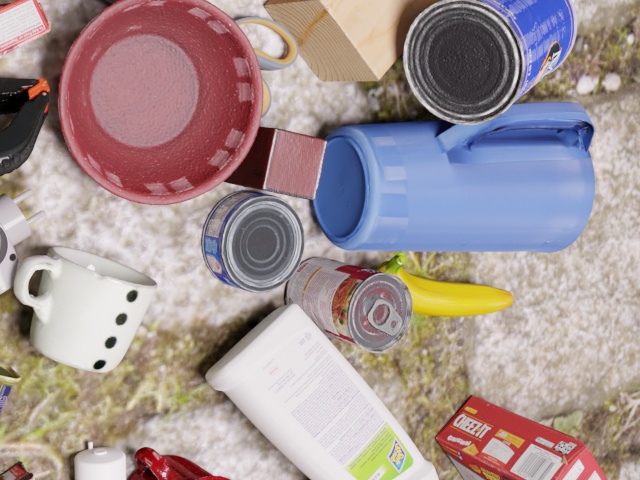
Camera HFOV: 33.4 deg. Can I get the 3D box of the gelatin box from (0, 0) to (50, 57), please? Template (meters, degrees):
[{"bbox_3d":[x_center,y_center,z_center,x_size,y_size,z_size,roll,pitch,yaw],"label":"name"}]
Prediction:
[{"bbox_3d":[-0.241,-0.139,0.738,0.089,0.073,0.030,-34,116,-26],"label":"gelatin box"}]

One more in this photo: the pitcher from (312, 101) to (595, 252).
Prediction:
[{"bbox_3d":[0.123,-0.056,0.960,0.242,0.145,0.149,-3,103,-31],"label":"pitcher"}]

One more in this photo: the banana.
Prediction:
[{"bbox_3d":[0.106,0.050,1.008,0.197,0.070,0.037,16,69,-48],"label":"banana"}]

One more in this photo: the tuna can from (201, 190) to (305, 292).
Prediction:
[{"bbox_3d":[-0.056,0.001,0.910,0.085,0.034,0.086,-6,101,-33],"label":"tuna can"}]

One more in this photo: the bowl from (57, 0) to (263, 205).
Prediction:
[{"bbox_3d":[-0.127,-0.111,0.821,0.161,0.055,0.162,-8,108,-24],"label":"bowl"}]

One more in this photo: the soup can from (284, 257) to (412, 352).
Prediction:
[{"bbox_3d":[0.023,0.054,0.930,0.068,0.102,0.068,-6,101,-33],"label":"soup can"}]

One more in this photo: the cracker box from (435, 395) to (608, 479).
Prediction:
[{"bbox_3d":[0.233,0.266,1.071,0.072,0.164,0.213,-45,119,-18],"label":"cracker box"}]

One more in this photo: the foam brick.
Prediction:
[{"bbox_3d":[-0.041,-0.066,0.883,0.051,0.078,0.053,9,95,-35],"label":"foam brick"}]

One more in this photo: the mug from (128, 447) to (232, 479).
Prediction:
[{"bbox_3d":[-0.119,0.217,0.873,0.093,0.082,0.117,-39,117,-23],"label":"mug"}]

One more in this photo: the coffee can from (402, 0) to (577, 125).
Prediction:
[{"bbox_3d":[0.144,-0.166,0.888,0.140,0.103,0.103,-39,120,-52],"label":"coffee can"}]

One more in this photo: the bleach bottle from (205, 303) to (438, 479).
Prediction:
[{"bbox_3d":[0.019,0.178,0.917,0.102,0.068,0.251,-42,96,-23],"label":"bleach bottle"}]

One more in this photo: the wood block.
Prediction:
[{"bbox_3d":[0.062,-0.240,0.916,0.206,0.091,0.090,-50,120,-17],"label":"wood block"}]

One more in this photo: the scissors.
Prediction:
[{"bbox_3d":[-0.108,-0.150,0.861,0.201,0.016,0.096,3,98,-32],"label":"scissors"}]

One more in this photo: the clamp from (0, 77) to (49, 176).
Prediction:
[{"bbox_3d":[-0.254,-0.057,0.736,0.171,0.039,0.120,-27,78,-28],"label":"clamp"}]
